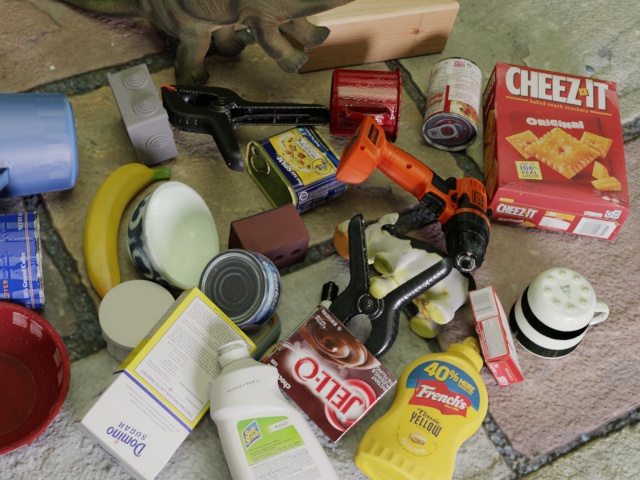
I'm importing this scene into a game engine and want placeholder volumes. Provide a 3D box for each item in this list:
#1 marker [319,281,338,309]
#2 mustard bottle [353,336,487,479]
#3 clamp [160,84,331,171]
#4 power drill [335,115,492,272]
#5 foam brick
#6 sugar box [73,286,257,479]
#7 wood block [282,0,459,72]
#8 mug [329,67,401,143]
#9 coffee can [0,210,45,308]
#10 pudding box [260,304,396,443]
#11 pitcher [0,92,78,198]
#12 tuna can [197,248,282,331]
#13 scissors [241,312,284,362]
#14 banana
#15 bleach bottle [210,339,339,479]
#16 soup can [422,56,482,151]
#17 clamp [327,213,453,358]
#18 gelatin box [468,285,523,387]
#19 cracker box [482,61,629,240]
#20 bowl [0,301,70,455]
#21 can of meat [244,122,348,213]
[{"bbox_3d":[0.003,0.096,1.160,0.020,0.020,0.121,12,55,-2],"label":"marker"},{"bbox_3d":[0.119,0.174,1.104,0.096,0.058,0.191,28,56,12],"label":"mustard bottle"},{"bbox_3d":[-0.116,-0.140,1.243,0.210,0.036,0.164,18,36,27],"label":"clamp"},{"bbox_3d":[0.109,-0.052,1.200,0.187,0.057,0.184,33,25,-9],"label":"power drill"},{"bbox_3d":[-0.058,0.001,1.193,0.078,0.053,0.051,-19,62,-20],"label":"foam brick"},{"bbox_3d":[-0.151,0.141,1.053,0.093,0.048,0.176,45,66,-11],"label":"sugar box"},{"bbox_3d":[0.062,-0.293,1.391,0.205,0.091,0.090,-11,60,-17],"label":"wood block"},{"bbox_3d":[0.054,-0.162,1.296,0.081,0.093,0.117,3,25,-3],"label":"mug"},{"bbox_3d":[-0.358,0.025,1.093,0.140,0.103,0.103,-5,57,-13],"label":"coffee can"},{"bbox_3d":[0.007,0.135,1.086,0.090,0.039,0.113,-44,90,-7],"label":"pudding box"},{"bbox_3d":[-0.389,-0.093,1.154,0.242,0.145,0.149,-6,83,-17],"label":"pitcher"},{"bbox_3d":[-0.086,0.052,1.126,0.086,0.033,0.086,-4,80,24],"label":"tuna can"},{"bbox_3d":[-0.084,0.155,1.101,0.096,0.016,0.201,20,55,18],"label":"scissors"},{"bbox_3d":[-0.227,-0.020,1.187,0.069,0.037,0.197,15,55,2],"label":"banana"},{"bbox_3d":[-0.035,0.212,1.016,0.102,0.068,0.251,-17,73,-19],"label":"bleach bottle"},{"bbox_3d":[0.167,-0.172,1.341,0.068,0.068,0.102,13,55,-2],"label":"soup can"},{"bbox_3d":[0.064,0.067,1.127,0.120,0.039,0.171,17,90,21],"label":"clamp"},{"bbox_3d":[0.189,0.104,1.153,0.030,0.073,0.089,-18,57,13],"label":"gelatin box"},{"bbox_3d":[0.288,-0.115,1.321,0.164,0.072,0.213,9,54,-4],"label":"cracker box"},{"bbox_3d":[-0.326,0.142,1.044,0.162,0.055,0.162,4,61,-8],"label":"bowl"},{"bbox_3d":[-0.027,-0.084,1.254,0.083,0.057,0.102,-25,63,-26],"label":"can of meat"}]
